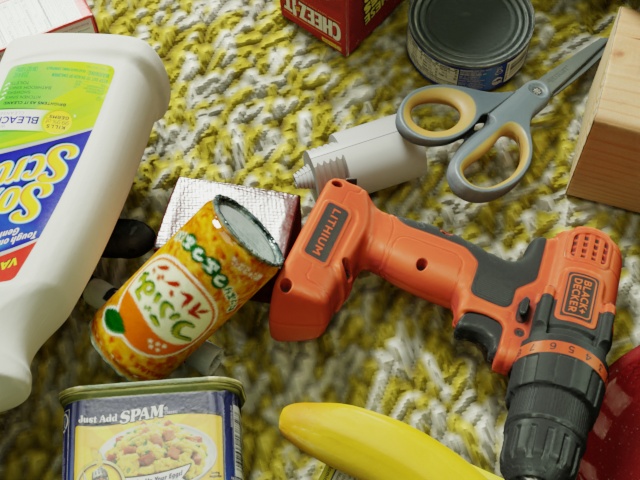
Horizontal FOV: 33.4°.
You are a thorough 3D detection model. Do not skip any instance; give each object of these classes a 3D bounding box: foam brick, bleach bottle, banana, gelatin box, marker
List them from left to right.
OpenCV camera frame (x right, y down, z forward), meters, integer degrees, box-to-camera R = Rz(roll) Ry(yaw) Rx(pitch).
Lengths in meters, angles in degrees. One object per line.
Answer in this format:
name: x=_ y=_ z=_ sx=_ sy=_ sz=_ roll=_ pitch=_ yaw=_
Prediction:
gelatin box: x=-0.210 y=-0.159 z=0.747 sx=0.089 sy=0.030 sz=0.073 roll=-25 pitch=65 yaw=-12
bleach bottle: x=-0.158 y=-0.001 z=0.581 sx=0.102 sy=0.068 sz=0.250 roll=3 pitch=56 yaw=10
marker: x=-0.113 y=0.044 z=0.641 sx=0.121 sy=0.020 sz=0.020 roll=29 pitch=66 yaw=15
foam brick: x=-0.054 y=0.001 z=0.645 sx=0.078 sy=0.053 sz=0.051 roll=9 pitch=62 yaw=5
banana: x=0.062 y=0.142 z=0.522 sx=0.069 sy=0.037 sz=0.198 roll=-32 pitch=67 yaw=-20

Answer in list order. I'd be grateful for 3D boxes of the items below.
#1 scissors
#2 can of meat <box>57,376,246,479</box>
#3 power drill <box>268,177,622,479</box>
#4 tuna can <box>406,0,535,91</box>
scissors: x=0.118 y=-0.098 z=0.687 sx=0.096 sy=0.016 sz=0.201 roll=29 pitch=51 yaw=8
can of meat: x=-0.090 y=0.124 z=0.577 sx=0.102 sy=0.057 sz=0.084 roll=-4 pitch=64 yaw=-1
power drill: x=0.070 y=0.046 z=0.600 sx=0.188 sy=0.057 sz=0.184 roll=18 pitch=47 yaw=8
tuna can: x=0.101 y=-0.143 z=0.730 sx=0.086 sy=0.034 sz=0.086 roll=-1 pitch=62 yaw=1
